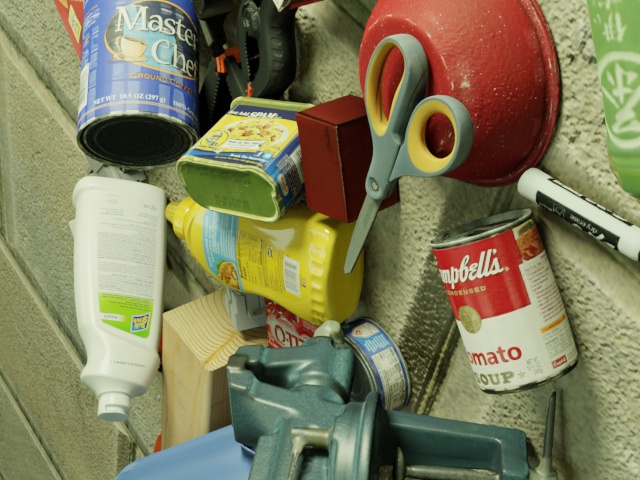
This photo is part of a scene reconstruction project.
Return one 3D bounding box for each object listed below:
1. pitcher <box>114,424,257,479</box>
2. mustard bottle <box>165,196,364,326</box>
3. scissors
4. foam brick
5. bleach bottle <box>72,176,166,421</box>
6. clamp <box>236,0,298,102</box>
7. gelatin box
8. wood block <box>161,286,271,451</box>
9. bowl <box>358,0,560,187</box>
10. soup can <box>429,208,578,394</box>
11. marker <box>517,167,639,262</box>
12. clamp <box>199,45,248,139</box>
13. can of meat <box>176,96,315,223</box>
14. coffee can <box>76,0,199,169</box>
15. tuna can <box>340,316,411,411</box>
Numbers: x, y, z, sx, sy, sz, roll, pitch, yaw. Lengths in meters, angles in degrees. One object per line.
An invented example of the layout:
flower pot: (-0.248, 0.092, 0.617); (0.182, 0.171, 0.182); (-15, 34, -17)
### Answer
pitcher: (-0.075, 0.239, 0.984); (0.243, 0.144, 0.149); (-22, 89, 37)
mustard bottle: (-0.056, 0.001, 0.893); (0.192, 0.058, 0.096); (19, 127, 32)
scissors: (0.051, -0.033, 0.679); (0.096, 0.016, 0.202); (41, 141, 38)
foam brick: (0.021, -0.060, 0.788); (0.053, 0.051, 0.078); (26, 130, 49)
bleach bottle: (-0.211, 0.060, 1.087); (0.068, 0.102, 0.251); (123, 150, -56)
clamp: (-0.044, -0.185, 0.827); (0.172, 0.039, 0.120); (107, 150, -50)
gelatin box: (-0.015, 0.077, 0.955); (0.089, 0.030, 0.073); (31, 134, 47)
wood block: (-0.102, 0.158, 1.088); (0.090, 0.090, 0.206); (44, 142, 34)
bowl: (0.073, -0.103, 0.673); (0.162, 0.055, 0.162); (36, 138, 42)
soup can: (0.117, 0.038, 0.678); (0.069, 0.068, 0.102); (-9, 102, 60)
marker: (0.164, -0.009, 0.619); (0.121, 0.020, 0.020); (38, 138, 42)
clamp: (-0.079, -0.069, 0.952); (0.165, 0.036, 0.210); (16, 121, 44)
can of meat: (-0.049, -0.063, 0.834); (0.102, 0.083, 0.057); (11, 136, 34)
coffee can: (-0.154, -0.145, 0.914); (0.103, 0.102, 0.140); (137, 136, -58)
tuna can: (0.035, 0.109, 0.889); (0.086, 0.033, 0.086); (37, 138, 43)
